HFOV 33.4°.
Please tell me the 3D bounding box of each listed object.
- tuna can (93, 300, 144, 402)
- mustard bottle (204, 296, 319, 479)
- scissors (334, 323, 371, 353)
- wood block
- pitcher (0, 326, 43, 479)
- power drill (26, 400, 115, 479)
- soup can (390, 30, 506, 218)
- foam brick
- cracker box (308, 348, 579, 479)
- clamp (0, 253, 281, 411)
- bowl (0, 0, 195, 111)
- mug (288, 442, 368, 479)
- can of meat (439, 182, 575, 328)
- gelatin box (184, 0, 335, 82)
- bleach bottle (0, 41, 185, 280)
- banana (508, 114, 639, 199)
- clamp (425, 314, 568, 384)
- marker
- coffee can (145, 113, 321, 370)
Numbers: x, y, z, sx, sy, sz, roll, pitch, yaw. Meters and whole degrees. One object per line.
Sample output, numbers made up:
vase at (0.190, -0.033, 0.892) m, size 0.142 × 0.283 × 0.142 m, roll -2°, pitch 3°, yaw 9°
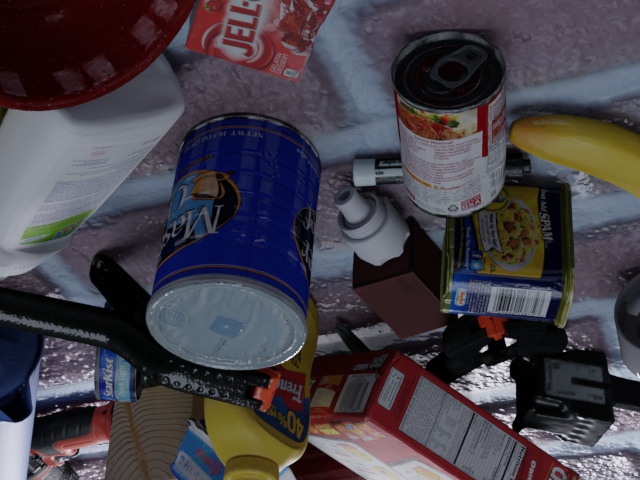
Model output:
tuna can at (-0.165, 0.092, 0.892) m, size 0.033 × 0.086 × 0.086 m, roll 5°, pitch 143°, yaw -3°
mustard bottle at (-0.046, 0.118, 0.824) m, size 0.058 × 0.191 × 0.096 m, roll -22°, pitch 135°, yaw 30°
scissors at (0.081, 0.128, 0.967) m, size 0.096 × 0.016 × 0.201 m, roll -6°, pitch 141°, yaw 12°
wood block at (-0.105, 0.217, 1.020) m, size 0.090 × 0.091 × 0.206 m, roll -12°, pitch 148°, yaw 24°
pitcher at (-0.320, 0.157, 0.933) m, size 0.145 × 0.149 × 0.243 m, roll 5°, pitch 132°, yaw -12°
power drill at (-0.242, 0.211, 1.079) m, size 0.188 × 0.057 × 0.184 m, roll -10°, pitch 140°, yaw 18°
soup can at (0.082, -0.070, 0.666) m, size 0.068 × 0.068 × 0.102 m, roll -2°, pitch 143°, yaw 8°
foam brick at (0.066, 0.030, 0.812) m, size 0.053 × 0.051 × 0.078 m, roll -18°, pitch 137°, yaw 26°
cracker box at (0.088, 0.176, 0.918) m, size 0.213 × 0.072 × 0.164 m, roll 35°, pitch 156°, yaw -20°
clamp at (-0.123, 0.063, 0.774) m, size 0.210 × 0.164 × 0.036 m, roll 21°, pitch 106°, yaw 9°
bowl at (-0.143, -0.150, 0.563) m, size 0.162 × 0.055 × 0.162 m, roll -26°, pitch 143°, yaw -22°
mug at (0.020, 0.223, 1.022) m, size 0.081 × 0.117 × 0.093 m, roll -12°, pitch 114°, yaw 14°
can of meat at (0.127, 0.006, 0.734) m, size 0.084 × 0.102 × 0.057 m, roll 5°, pitch 142°, yaw 4°
gelatin box at (-0.033, -0.139, 0.621) m, size 0.073 × 0.030 × 0.089 m, roll 16°, pitch 141°, yaw -13°
bleach bottle at (-0.190, -0.038, 0.724) m, size 0.102 × 0.068 × 0.251 m, roll -15°, pitch 162°, yaw -42°
banana at (0.212, -0.037, 0.716) m, size 0.197 × 0.037 × 0.070 m, roll 34°, pitch 126°, yaw -30°
clamp at (0.145, 0.075, 0.828) m, size 0.120 × 0.039 × 0.171 m, roll -20°, pitch 164°, yaw -5°
marker at (0.083, -0.049, 0.734) m, size 0.121 × 0.020 × 0.020 m, roll -2°, pitch 142°, yaw 9°
coffee can at (-0.055, 0.001, 0.715) m, size 0.103 × 0.140 × 0.103 m, roll 3°, pitch 143°, yaw 2°
